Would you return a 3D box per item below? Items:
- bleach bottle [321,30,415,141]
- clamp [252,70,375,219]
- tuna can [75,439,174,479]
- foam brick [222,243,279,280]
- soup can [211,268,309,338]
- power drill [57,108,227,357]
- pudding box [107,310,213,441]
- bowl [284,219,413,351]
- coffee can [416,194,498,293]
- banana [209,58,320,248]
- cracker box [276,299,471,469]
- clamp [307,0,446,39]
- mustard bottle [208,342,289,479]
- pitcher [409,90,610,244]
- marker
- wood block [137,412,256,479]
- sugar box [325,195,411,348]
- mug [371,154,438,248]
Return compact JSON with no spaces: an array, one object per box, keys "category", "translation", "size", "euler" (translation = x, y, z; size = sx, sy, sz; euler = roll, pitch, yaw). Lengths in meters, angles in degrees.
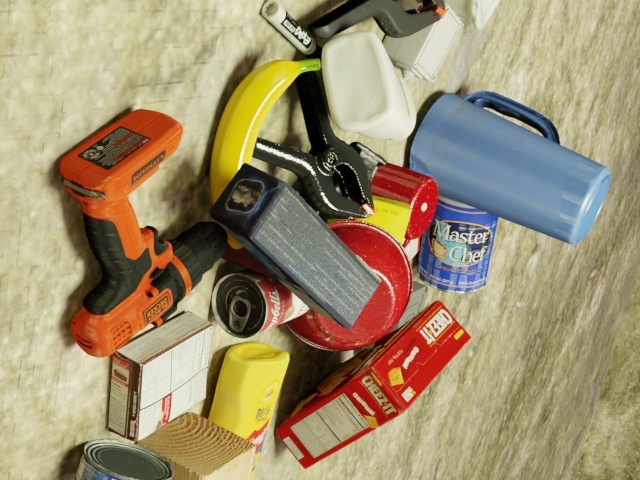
[{"category":"bleach bottle","translation":[0.066,-0.149,1.162],"size":[0.250,0.068,0.102],"euler":[18,59,-75]},{"category":"clamp","translation":[-0.009,-0.079,1.082],"size":[0.120,0.039,0.171],"euler":[-43,110,-26]},{"category":"tuna can","translation":[-0.180,0.216,0.979],"size":[0.086,0.086,0.034],"euler":[6,105,-63]},{"category":"foam brick","translation":[-0.057,0.001,1.068],"size":[0.052,0.078,0.051],"euler":[-11,118,-57]},{"category":"soup can","translation":[-0.058,0.058,1.118],"size":[0.102,0.069,0.068],"euler":[-18,124,-58]},{"category":"power drill","translation":[-0.147,-0.014,0.910],"size":[0.184,0.057,0.188],"euler":[-44,144,-41]},{"category":"pudding box","translation":[-0.152,0.129,1.024],"size":[0.113,0.039,0.090],"euler":[-30,133,-55]},{"category":"bowl","translation":[0.033,0.061,1.193],"size":[0.055,0.162,0.162],"euler":[-119,-142,-68]},{"category":"coffee can","translation":[0.196,-0.010,1.508],"size":[0.102,0.103,0.140],"euler":[-32,135,-51]},{"category":"banana","translation":[-0.066,-0.091,1.005],"size":[0.037,0.069,0.198],"euler":[-117,-129,-78]},{"category":"cracker box","translation":[0.061,0.175,1.301],"size":[0.163,0.072,0.214],"euler":[-39,179,-45]},{"category":"clamp","translation":[0.064,-0.260,1.118],"size":[0.209,0.036,0.164],"euler":[23,85,-53]},{"category":"mustard bottle","translation":[-0.092,0.211,1.172],"size":[0.096,0.058,0.192],"euler":[-5,114,-66]},{"category":"pitcher","translation":[0.250,-0.097,1.389],"size":[0.144,0.243,0.149],"euler":[-13,125,-63]},{"category":"marker","translation":[-0.024,-0.202,1.051],"size":[0.020,0.020,0.121],"euler":[-67,154,-4]},{"category":"wood block","translation":[-0.141,0.297,1.105],"size":[0.090,0.091,0.206],"euler":[-21,127,-55]},{"category":"sugar box","translation":[0.039,0.033,1.249],"size":[0.048,0.093,0.176],"euler":[-92,-164,-79]},{"category":"mug","translation":[0.090,-0.039,1.311],"size":[0.093,0.082,0.117],"euler":[-30,134,-52]}]
